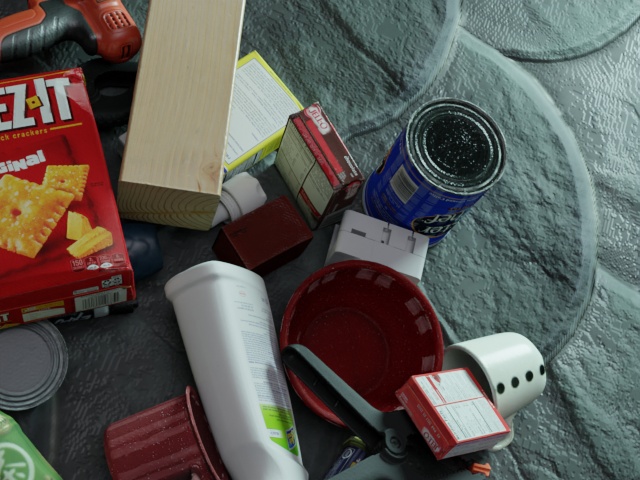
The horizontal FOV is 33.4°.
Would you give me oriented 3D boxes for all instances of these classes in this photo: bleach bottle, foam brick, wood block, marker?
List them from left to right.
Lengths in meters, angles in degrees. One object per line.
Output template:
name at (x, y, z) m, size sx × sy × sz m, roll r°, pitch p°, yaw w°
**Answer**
marker at (-0.228, 0.065, 0.979) m, size 0.121 × 0.020 × 0.020 m, roll -7°, pitch 71°, yaw -18°
wood block at (-0.130, -0.125, 0.997) m, size 0.090 × 0.090 × 0.206 m, roll 9°, pitch 68°, yaw -9°
bleach bottle at (-0.065, 0.148, 0.939) m, size 0.102 × 0.068 × 0.251 m, roll 22°, pitch 47°, yaw -56°
foam brick at (-0.057, 0.001, 1.035) m, size 0.078 × 0.051 × 0.053 m, roll -28°, pitch 77°, yaw -24°

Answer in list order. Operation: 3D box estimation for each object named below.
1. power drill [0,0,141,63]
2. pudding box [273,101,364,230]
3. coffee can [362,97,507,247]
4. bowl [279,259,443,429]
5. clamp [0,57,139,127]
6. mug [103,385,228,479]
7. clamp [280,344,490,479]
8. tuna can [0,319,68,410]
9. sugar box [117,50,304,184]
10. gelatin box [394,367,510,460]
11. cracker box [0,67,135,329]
power drill at (-0.292, -0.233, 1.047) m, size 0.187 × 0.057 × 0.184 m, roll -22°, pitch 62°, yaw -27°
pudding box at (-0.003, -0.070, 1.044) m, size 0.039 × 0.114 × 0.090 m, roll -25°, pitch 77°, yaw -20°
coffee can at (0.110, -0.063, 1.058) m, size 0.102 × 0.140 × 0.103 m, roll 6°, pitch 67°, yaw -13°
bowl at (0.032, 0.102, 1.010) m, size 0.162 × 0.055 × 0.162 m, roll 5°, pitch 74°, yaw -17°
clamp at (-0.243, -0.144, 1.051) m, size 0.171 × 0.039 × 0.120 m, roll -32°, pitch 77°, yaw -32°
mug at (-0.131, 0.188, 0.901) m, size 0.081 × 0.093 × 0.117 m, roll -22°, pitch 31°, yaw 0°
clamp at (0.052, 0.175, 0.934) m, size 0.209 × 0.036 × 0.164 m, roll 12°, pitch 51°, yaw -24°
tuna can at (-0.266, 0.105, 0.933) m, size 0.086 × 0.034 × 0.086 m, roll 2°, pitch 83°, yaw -17°
sugar box at (-0.107, -0.106, 1.070) m, size 0.176 × 0.048 × 0.093 m, roll -37°, pitch 81°, yaw -21°
gelatin box at (0.118, 0.154, 0.954) m, size 0.089 × 0.030 × 0.073 m, roll -1°, pitch 48°, yaw -47°
cracker box at (-0.264, -0.037, 0.927) m, size 0.164 × 0.072 × 0.214 m, roll -12°, pitch 67°, yaw -15°
